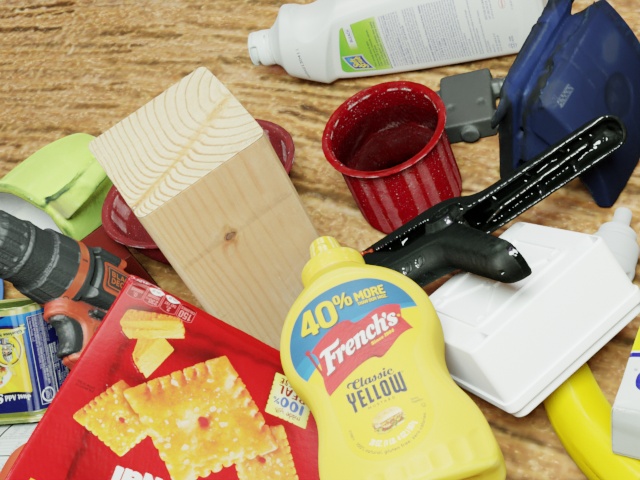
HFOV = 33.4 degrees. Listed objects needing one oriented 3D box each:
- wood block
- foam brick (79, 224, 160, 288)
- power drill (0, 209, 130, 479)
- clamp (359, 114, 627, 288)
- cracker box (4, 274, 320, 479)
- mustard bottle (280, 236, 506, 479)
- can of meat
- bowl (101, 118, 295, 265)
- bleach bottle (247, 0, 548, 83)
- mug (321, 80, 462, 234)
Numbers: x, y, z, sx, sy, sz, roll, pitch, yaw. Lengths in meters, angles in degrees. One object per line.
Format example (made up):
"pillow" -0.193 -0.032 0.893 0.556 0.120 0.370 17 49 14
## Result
"wood block" -0.054 0.001 0.710 0.090 0.206 0.090 -35 47 -7
"foam brick" -0.178 0.034 0.844 0.078 0.053 0.051 -37 47 -8
"power drill" -0.171 0.085 0.724 0.057 0.184 0.187 -23 53 30
"clamp" 0.099 -0.011 0.705 0.164 0.036 0.210 -43 12 -33
"cracker box" -0.092 0.144 0.625 0.164 0.072 0.213 29 49 -5
"mustard bottle" 0.028 0.071 0.619 0.096 0.058 0.192 -25 50 4
"can of meat" -0.238 0.089 0.791 0.102 0.084 0.057 -7 6 17
"bowl" -0.088 -0.028 0.840 0.162 0.055 0.162 -15 35 11
"bleach bottle" 0.058 -0.186 0.883 0.251 0.102 0.068 -7 46 18
"mug" 0.057 -0.066 0.799 0.093 0.081 0.117 -15 49 13
